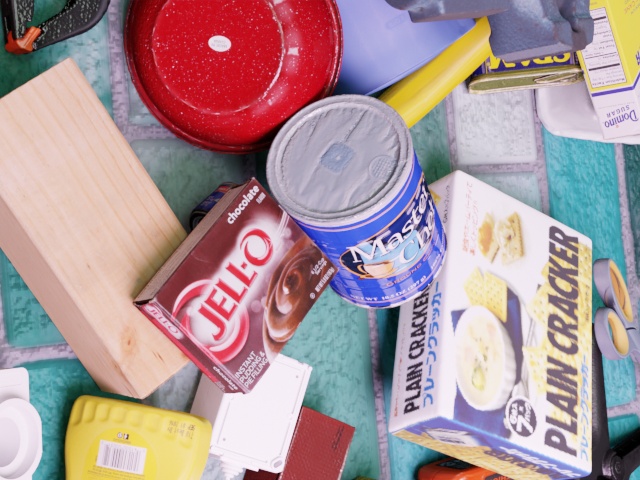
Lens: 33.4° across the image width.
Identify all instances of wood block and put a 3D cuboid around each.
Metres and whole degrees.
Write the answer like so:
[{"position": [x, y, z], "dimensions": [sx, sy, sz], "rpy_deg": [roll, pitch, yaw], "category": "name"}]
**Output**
[{"position": [-0.156, -0.005, 0.714], "dimensions": [0.090, 0.091, 0.206], "rpy_deg": [-39, 105, -27], "category": "wood block"}]

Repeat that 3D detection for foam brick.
[{"position": [-0.017, 0.166, 0.804], "dimensions": [0.053, 0.051, 0.078], "rpy_deg": [27, 74, -27], "category": "foam brick"}]

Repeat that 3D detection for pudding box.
[{"position": [-0.053, 0.030, 0.696], "dimensions": [0.090, 0.039, 0.113], "rpy_deg": [47, 60, -21], "category": "pudding box"}]

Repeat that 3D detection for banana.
[{"position": [0.092, -0.131, 0.869], "dimensions": [0.197, 0.070, 0.037], "rpy_deg": [-42, 98, -9], "category": "banana"}]

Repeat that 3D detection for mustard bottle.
[{"position": [-0.137, 0.205, 0.714], "dimensions": [0.096, 0.058, 0.191], "rpy_deg": [9, 80, 12], "category": "mustard bottle"}]

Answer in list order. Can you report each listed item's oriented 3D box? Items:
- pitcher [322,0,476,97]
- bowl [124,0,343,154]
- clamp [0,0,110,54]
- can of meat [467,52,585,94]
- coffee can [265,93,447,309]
[{"position": [-0.005, -0.224, 0.802], "dimensions": [0.243, 0.145, 0.149], "rpy_deg": [58, 31, -9], "category": "pitcher"}, {"position": [-0.066, -0.136, 0.744], "dimensions": [0.162, 0.055, 0.162], "rpy_deg": [2, 103, 7], "category": "bowl"}, {"position": [-0.164, -0.202, 0.754], "dimensions": [0.120, 0.039, 0.171], "rpy_deg": [21, 83, -24], "category": "clamp"}, {"position": [0.174, -0.176, 0.918], "dimensions": [0.102, 0.057, 0.084], "rpy_deg": [-5, 86, 6], "category": "can of meat"}, {"position": [0.030, -0.025, 0.777], "dimensions": [0.102, 0.103, 0.140], "rpy_deg": [-62, 153, -18], "category": "coffee can"}]
